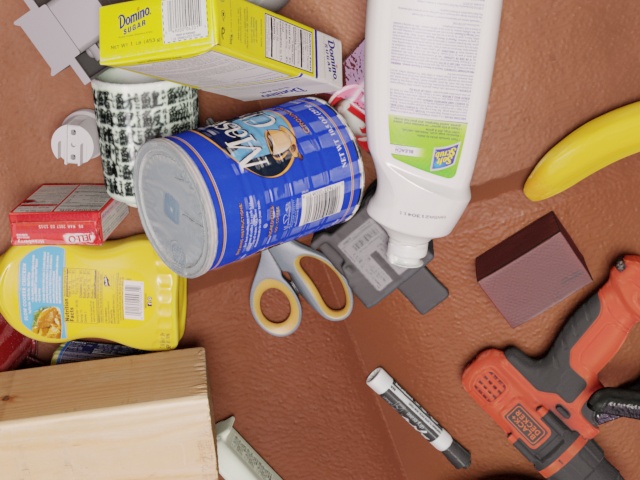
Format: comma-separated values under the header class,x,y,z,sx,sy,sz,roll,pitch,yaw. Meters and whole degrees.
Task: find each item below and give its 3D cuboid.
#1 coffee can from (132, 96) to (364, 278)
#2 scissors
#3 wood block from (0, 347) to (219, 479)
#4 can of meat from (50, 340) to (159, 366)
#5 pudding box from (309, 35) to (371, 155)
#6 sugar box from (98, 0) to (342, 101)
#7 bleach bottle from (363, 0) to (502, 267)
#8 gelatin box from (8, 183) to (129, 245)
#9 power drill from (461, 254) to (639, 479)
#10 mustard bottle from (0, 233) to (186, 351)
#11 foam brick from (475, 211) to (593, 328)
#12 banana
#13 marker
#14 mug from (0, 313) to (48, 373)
class,x,y,z,sx,sy,sz,roll,pitch,yaw
coffee can,-0.053,-0.042,0.792,0.140,0.103,0.103,-21,112,-34
scissors,-0.056,0.001,0.892,0.096,0.016,0.201,-41,101,16
wood block,-0.187,0.153,0.844,0.206,0.091,0.090,-7,111,-4
can of meat,-0.187,0.139,0.929,0.084,0.057,0.102,5,110,4
pudding box,0.061,-0.122,0.828,0.090,0.039,0.114,40,107,-8
sugar box,-0.064,-0.135,0.754,0.093,0.176,0.048,-2,90,28
bleach bottle,0.070,-0.102,0.781,0.102,0.068,0.251,8,110,3
gelatin box,-0.200,-0.021,0.857,0.073,0.089,0.030,0,109,4
power drill,0.236,0.119,0.867,0.184,0.057,0.188,45,106,7
mustard bottle,-0.210,0.039,0.894,0.191,0.058,0.096,3,106,3
foam brick,0.171,0.024,0.864,0.078,0.051,0.053,-33,105,14
banana,0.255,-0.076,0.830,0.198,0.037,0.069,-9,107,7
marker,0.088,0.158,0.933,0.020,0.020,0.121,-43,101,16
mug,-0.288,0.106,0.911,0.117,0.081,0.093,22,109,-4
